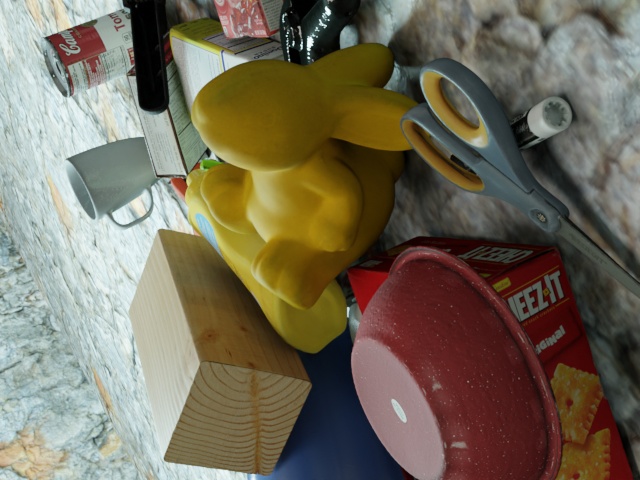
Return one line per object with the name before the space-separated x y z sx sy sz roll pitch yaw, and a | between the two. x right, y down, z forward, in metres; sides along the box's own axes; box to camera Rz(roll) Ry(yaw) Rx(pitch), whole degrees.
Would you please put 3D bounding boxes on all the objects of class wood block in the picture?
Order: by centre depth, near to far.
wood block | -0.087 0.083 0.856 0.091 0.090 0.206 -66 26 20

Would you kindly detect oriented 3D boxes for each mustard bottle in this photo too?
mustard bottle | -0.055 0.001 0.838 0.192 0.058 0.096 46 173 40

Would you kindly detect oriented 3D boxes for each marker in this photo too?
marker | 0.104 -0.055 0.607 0.020 0.020 0.121 64 160 1

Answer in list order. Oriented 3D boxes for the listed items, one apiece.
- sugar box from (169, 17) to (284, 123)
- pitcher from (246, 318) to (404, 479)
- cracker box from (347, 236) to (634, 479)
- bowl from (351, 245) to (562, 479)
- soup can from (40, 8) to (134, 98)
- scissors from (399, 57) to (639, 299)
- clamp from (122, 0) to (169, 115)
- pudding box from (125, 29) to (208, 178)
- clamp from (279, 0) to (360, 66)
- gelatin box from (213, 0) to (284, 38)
sugar box | -0.066 -0.127 0.897 0.176 0.048 0.093 30 139 52
pitcher | 0.008 0.165 0.883 0.145 0.149 0.243 -49 34 29
cracker box | 0.115 0.107 0.696 0.164 0.072 0.213 6 118 64
bowl | 0.065 0.087 0.618 0.162 0.055 0.162 47 150 37
soup can | -0.237 -0.201 1.139 0.069 0.102 0.068 50 156 33
scissors | 0.115 -0.031 0.568 0.202 0.016 0.096 37 155 35
clamp | -0.149 -0.201 0.906 0.210 0.036 0.164 -106 8 -73
pudding box | -0.135 -0.128 0.997 0.039 0.090 0.113 2 126 22
clamp | -0.003 -0.144 0.722 0.171 0.039 0.120 85 170 -50
gelatin box | -0.058 -0.194 0.819 0.089 0.030 0.073 19 131 62
